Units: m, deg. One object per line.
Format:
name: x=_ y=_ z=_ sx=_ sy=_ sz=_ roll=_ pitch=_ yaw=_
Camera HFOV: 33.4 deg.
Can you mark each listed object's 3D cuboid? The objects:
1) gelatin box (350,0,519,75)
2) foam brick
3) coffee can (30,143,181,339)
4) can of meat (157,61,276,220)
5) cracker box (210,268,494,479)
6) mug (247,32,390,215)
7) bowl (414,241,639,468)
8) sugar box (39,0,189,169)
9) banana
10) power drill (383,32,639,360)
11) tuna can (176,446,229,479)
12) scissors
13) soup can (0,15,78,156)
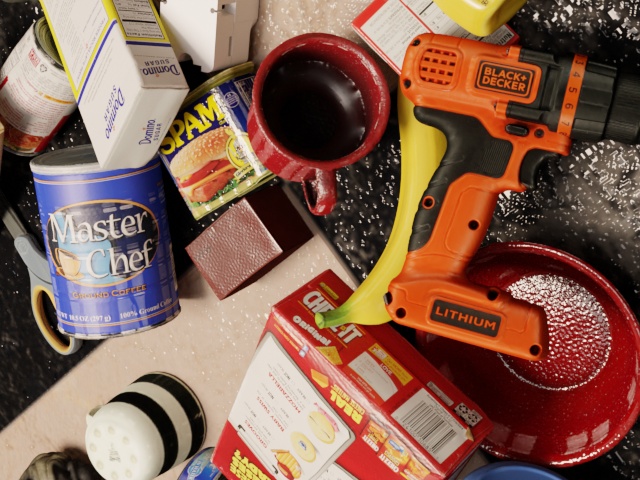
gelatin box: x=0.077 y=-0.137 z=0.710 sx=0.073 sy=0.030 sz=0.089 roll=-44 pitch=82 yaw=7
foam brick: x=-0.055 y=0.001 z=0.832 sx=0.078 sy=0.051 sz=0.053 roll=-37 pitch=85 yaw=33
coffee can: x=-0.173 y=-0.003 z=0.868 sx=0.103 sy=0.102 sz=0.140 roll=3 pitch=107 yaw=29
can of meat: x=-0.076 y=-0.074 z=0.817 sx=0.102 sy=0.057 sz=0.084 roll=-28 pitch=93 yaw=33
cracker box: x=0.015 y=0.150 z=0.790 sx=0.164 sy=0.072 sz=0.214 roll=42 pitch=140 yaw=18
mug: x=-0.005 y=-0.075 z=0.740 sx=0.093 sy=0.081 sz=0.117 roll=-8 pitch=83 yaw=-12
bowl: x=0.149 y=0.072 z=0.734 sx=0.162 sy=0.055 sz=0.162 roll=10 pitch=110 yaw=27
sugar box: x=-0.158 y=-0.149 z=0.801 sx=0.093 sy=0.048 sz=0.176 roll=-51 pitch=56 yaw=44
banana: x=0.059 y=-0.023 z=0.732 sx=0.037 sy=0.069 sz=0.198 roll=-1 pitch=69 yaw=60
power drill: x=0.125 y=-0.025 z=0.659 sx=0.184 sy=0.057 sz=0.188 roll=14 pitch=92 yaw=14
tuna can: x=-0.093 y=0.219 z=0.903 sx=0.034 sy=0.086 sz=0.086 roll=19 pitch=114 yaw=25
scissors: x=-0.250 y=0.006 z=0.967 sx=0.096 sy=0.016 sz=0.202 roll=-15 pitch=98 yaw=31
soup can: x=-0.231 y=-0.128 z=0.882 sx=0.068 sy=0.068 sz=0.102 roll=51 pitch=122 yaw=6
